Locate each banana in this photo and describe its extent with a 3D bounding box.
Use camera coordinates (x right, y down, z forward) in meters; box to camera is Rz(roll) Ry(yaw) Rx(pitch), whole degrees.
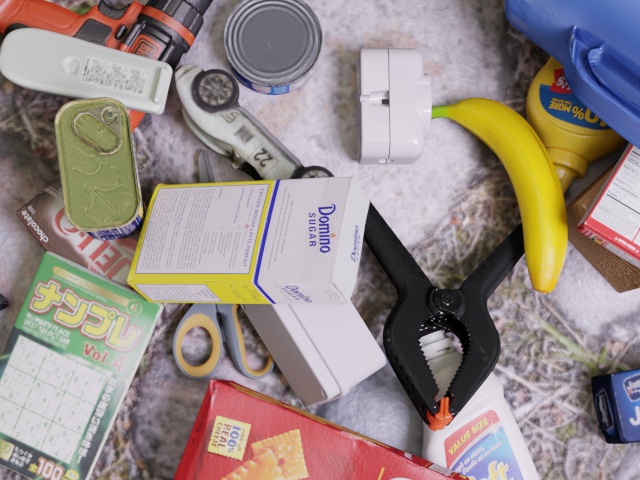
[{"bbox_3d":[0.164,-0.052,0.894,0.070,0.037,0.198,-41,62,27],"label":"banana"}]

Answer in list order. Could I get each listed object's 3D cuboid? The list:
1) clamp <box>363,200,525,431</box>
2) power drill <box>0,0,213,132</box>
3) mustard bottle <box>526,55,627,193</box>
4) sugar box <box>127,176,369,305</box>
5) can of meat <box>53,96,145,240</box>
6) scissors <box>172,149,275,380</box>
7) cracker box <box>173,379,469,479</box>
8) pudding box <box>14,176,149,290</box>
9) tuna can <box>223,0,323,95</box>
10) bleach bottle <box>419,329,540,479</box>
[{"bbox_3d":[0.090,0.050,0.871,0.164,0.036,0.210,12,58,1],"label":"clamp"},{"bbox_3d":[-0.197,-0.205,0.919,0.187,0.057,0.184,30,82,3],"label":"power drill"},{"bbox_3d":[0.231,-0.129,0.920,0.096,0.058,0.191,19,82,13],"label":"mustard bottle"},{"bbox_3d":[-0.055,0.001,0.826,0.176,0.048,0.093,1,63,22],"label":"sugar box"},{"bbox_3d":[-0.171,-0.053,0.844,0.057,0.084,0.102,-8,84,-5],"label":"can of meat"},{"bbox_3d":[-0.102,0.030,0.908,0.096,0.016,0.202,-23,84,-9],"label":"scissors"},{"bbox_3d":[-0.013,0.221,0.830,0.214,0.072,0.164,20,86,15],"label":"cracker box"},{"bbox_3d":[-0.185,-0.007,0.900,0.090,0.039,0.113,-39,85,-7],"label":"pudding box"},{"bbox_3d":[-0.041,-0.171,0.931,0.086,0.034,0.086,0,82,-2],"label":"tuna can"},{"bbox_3d":[0.125,0.198,0.871,0.102,0.068,0.251,-20,80,-1],"label":"bleach bottle"}]
